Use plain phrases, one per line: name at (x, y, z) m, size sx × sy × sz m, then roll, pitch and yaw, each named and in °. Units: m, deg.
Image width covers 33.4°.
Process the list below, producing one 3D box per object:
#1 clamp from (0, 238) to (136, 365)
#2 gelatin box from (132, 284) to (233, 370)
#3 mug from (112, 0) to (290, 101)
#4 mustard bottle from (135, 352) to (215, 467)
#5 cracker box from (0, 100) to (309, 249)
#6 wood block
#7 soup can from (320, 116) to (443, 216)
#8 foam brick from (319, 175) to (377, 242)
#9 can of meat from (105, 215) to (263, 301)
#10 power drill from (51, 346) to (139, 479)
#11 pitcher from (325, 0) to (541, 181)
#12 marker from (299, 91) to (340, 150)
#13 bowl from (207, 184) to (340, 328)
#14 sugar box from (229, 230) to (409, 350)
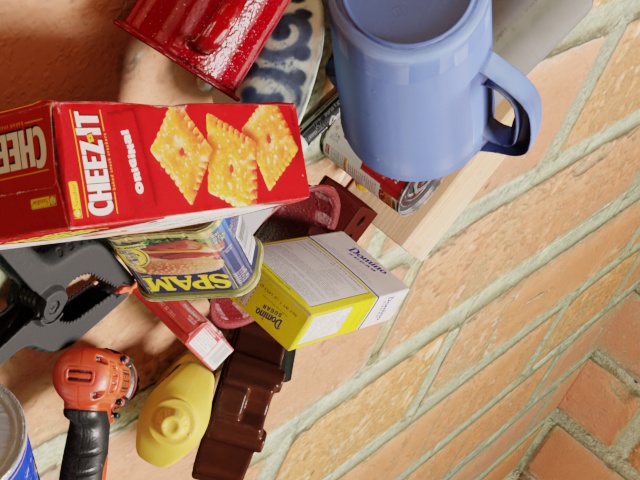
clamp at (-0.203, 0.033, 0.756) m, size 0.209 × 0.036 × 0.165 m, roll -21°, pitch 133°, yaw -58°
gelatin box at (-0.119, 0.069, 0.930) m, size 0.030 × 0.073 × 0.089 m, roll -45°, pitch 157°, yaw -9°
mug at (-0.067, -0.143, 0.659) m, size 0.081 × 0.093 × 0.117 m, roll -58°, pitch -163°, yaw 4°
mustard bottle at (-0.130, 0.155, 0.963) m, size 0.096 × 0.058 × 0.192 m, roll -60°, pitch -176°, yaw -4°
cracker box at (-0.133, -0.038, 0.632) m, size 0.213 × 0.164 × 0.072 m, roll -10°, pitch 91°, yaw -57°
wood block at (0.128, -0.090, 1.122) m, size 0.206 × 0.091 × 0.090 m, roll -52°, pitch 158°, yaw 3°
soup can at (0.059, -0.079, 0.994) m, size 0.068 × 0.102 × 0.068 m, roll -40°, pitch 155°, yaw -23°
foam brick at (0.010, -0.015, 1.069) m, size 0.078 × 0.051 × 0.053 m, roll -54°, pitch 158°, yaw 8°
can of meat at (-0.104, -0.001, 0.803) m, size 0.084 × 0.102 × 0.057 m, roll 66°, pitch 26°, yaw -51°
power drill at (-0.185, 0.180, 0.864) m, size 0.184 × 0.057 × 0.187 m, roll 85°, pitch 7°, yaw -80°
pitcher at (0.079, -0.135, 0.803) m, size 0.149 × 0.145 × 0.243 m, roll -18°, pitch 166°, yaw 2°
marker at (0.014, -0.120, 0.955) m, size 0.121 × 0.020 × 0.020 m, roll -45°, pitch 157°, yaw -13°
bowl at (-0.056, 0.001, 0.965) m, size 0.162 × 0.055 × 0.162 m, roll -40°, pitch 156°, yaw -23°
sugar box at (-0.003, 0.040, 0.927) m, size 0.048 × 0.093 × 0.175 m, roll -57°, pitch 156°, yaw 19°
